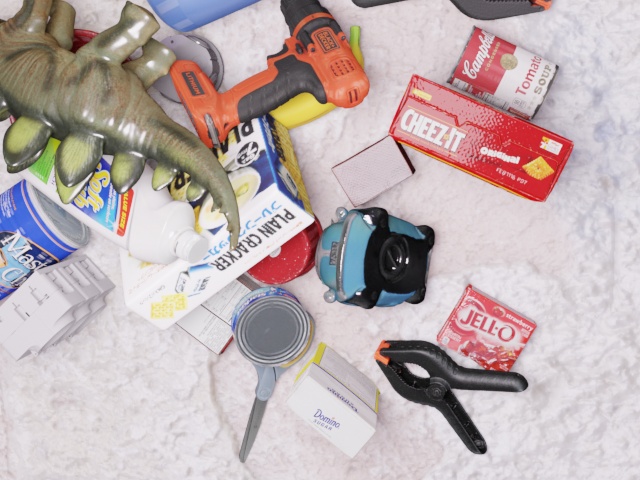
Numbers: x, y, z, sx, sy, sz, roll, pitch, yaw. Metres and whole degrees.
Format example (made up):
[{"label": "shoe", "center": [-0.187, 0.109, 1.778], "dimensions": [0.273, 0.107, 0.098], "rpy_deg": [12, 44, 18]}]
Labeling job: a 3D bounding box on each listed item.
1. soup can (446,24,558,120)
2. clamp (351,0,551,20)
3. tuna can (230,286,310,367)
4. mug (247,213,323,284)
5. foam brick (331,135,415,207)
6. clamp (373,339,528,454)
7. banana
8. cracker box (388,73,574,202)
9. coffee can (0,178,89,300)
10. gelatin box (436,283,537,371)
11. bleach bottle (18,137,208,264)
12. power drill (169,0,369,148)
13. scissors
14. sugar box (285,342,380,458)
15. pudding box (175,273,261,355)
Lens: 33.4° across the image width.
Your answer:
[{"label": "soup can", "center": [0.195, -0.179, 1.147], "dimensions": [0.102, 0.068, 0.068], "rpy_deg": [26, 99, 3]}, {"label": "clamp", "center": [0.144, -0.285, 1.141], "dimensions": [0.210, 0.036, 0.165], "rpy_deg": [26, 123, -11]}, {"label": "tuna can", "center": [-0.056, 0.095, 1.189], "dimensions": [0.086, 0.034, 0.086], "rpy_deg": [-4, 110, -13]}, {"label": "mug", "center": [-0.058, 0.001, 1.194], "dimensions": [0.117, 0.081, 0.093], "rpy_deg": [13, 98, 5]}, {"label": "foam brick", "center": [0.060, -0.078, 1.185], "dimensions": [0.078, 0.051, 0.053], "rpy_deg": [-29, 94, 10]}, {"label": "clamp", "center": [0.138, 0.172, 1.208], "dimensions": [0.171, 0.039, 0.120], "rpy_deg": [22, 116, 14]}, {"label": "banana", "center": [-0.026, -0.162, 1.195], "dimensions": [0.198, 0.037, 0.070], "rpy_deg": [-29, 76, 9]}, {"label": "cracker box", "center": [0.158, -0.104, 1.086], "dimensions": [0.164, 0.213, 0.072], "rpy_deg": [24, 99, 4]}, {"label": "coffee can", "center": [-0.352, -0.001, 1.221], "dimensions": [0.140, 0.102, 0.103], "rpy_deg": [-32, 92, 10]}, {"label": "gelatin box", "center": [0.186, 0.102, 1.201], "dimensions": [0.089, 0.030, 0.073], "rpy_deg": [30, 99, 3]}, {"label": "bleach bottle", "center": [-0.210, -0.055, 1.107], "dimensions": [0.251, 0.068, 0.102], "rpy_deg": [32, 101, 29]}, {"label": "power drill", "center": [-0.061, -0.186, 1.127], "dimensions": [0.187, 0.057, 0.184], "rpy_deg": [-23, 51, -5]}, {"label": "scissors", "center": [-0.078, 0.161, 1.236], "dimensions": [0.096, 0.016, 0.202], "rpy_deg": [28, 101, -23]}, {"label": "sugar box", "center": [0.016, 0.170, 1.157], "dimensions": [0.093, 0.176, 0.048], "rpy_deg": [39, 100, 1]}, {"label": "pudding box", "center": [-0.133, 0.064, 1.234], "dimensions": [0.113, 0.039, 0.090], "rpy_deg": [37, 98, -1]}]
